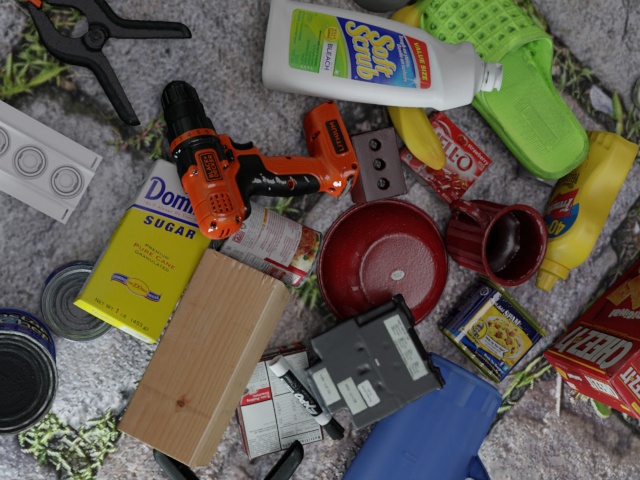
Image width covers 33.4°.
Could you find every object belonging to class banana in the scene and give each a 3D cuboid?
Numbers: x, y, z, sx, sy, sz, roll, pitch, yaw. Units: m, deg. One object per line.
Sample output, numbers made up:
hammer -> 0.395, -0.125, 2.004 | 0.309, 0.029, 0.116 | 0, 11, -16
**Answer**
banana -> 0.099, -0.173, 1.181 | 0.037, 0.070, 0.198 | -2, 87, -48

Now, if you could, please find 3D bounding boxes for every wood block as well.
wood block -> -0.119, 0.123, 1.119 | 0.091, 0.090, 0.206 | 25, 82, 10

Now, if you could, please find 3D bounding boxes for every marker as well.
marker -> -0.013, 0.175, 1.173 | 0.020, 0.020, 0.121 | -41, 106, -8

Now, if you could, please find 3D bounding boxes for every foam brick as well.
foam brick -> 0.058, -0.084, 1.187 | 0.053, 0.051, 0.078 | -14, 96, -13

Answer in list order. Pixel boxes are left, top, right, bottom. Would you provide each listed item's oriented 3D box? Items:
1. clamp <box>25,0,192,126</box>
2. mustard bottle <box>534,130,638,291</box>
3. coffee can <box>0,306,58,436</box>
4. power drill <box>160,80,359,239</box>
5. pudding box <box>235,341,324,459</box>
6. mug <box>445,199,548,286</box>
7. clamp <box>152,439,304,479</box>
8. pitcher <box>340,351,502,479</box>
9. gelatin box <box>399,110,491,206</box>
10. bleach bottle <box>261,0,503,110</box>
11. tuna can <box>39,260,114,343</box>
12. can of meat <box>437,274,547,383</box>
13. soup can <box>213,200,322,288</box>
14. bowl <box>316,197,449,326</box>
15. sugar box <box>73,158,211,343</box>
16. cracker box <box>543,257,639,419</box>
clamp -> -0.232, -0.198, 1.109 | 0.171, 0.039, 0.120 | 22, 85, -9
mustard bottle -> 0.295, -0.031, 1.233 | 0.058, 0.096, 0.191 | 24, 89, -17
coffee can -> -0.315, 0.127, 1.067 | 0.102, 0.140, 0.103 | -1, 96, -15
power drill -> -0.066, -0.098, 1.131 | 0.187, 0.057, 0.184 | -12, 69, -21
pudding box -> -0.050, 0.179, 1.195 | 0.090, 0.039, 0.113 | -12, 100, -14
mug -> 0.187, -0.008, 1.204 | 0.117, 0.082, 0.093 | 38, 81, -30
clamp -> -0.088, 0.309, 1.180 | 0.164, 0.036, 0.210 | -7, 105, 7
pitcher -> 0.113, 0.258, 1.197 | 0.149, 0.145, 0.243 | 32, 84, -27
gelatin box -> 0.140, -0.093, 1.220 | 0.089, 0.030, 0.073 | 43, 84, -15
bleach bottle -> 0.068, -0.196, 1.134 | 0.251, 0.068, 0.102 | 7, 84, 1
tuna can -> -0.254, 0.065, 1.132 | 0.086, 0.034, 0.086 | -1, 96, -14
can of meat -> 0.199, 0.105, 1.243 | 0.102, 0.057, 0.084 | 44, 86, -14
soup can -> -0.058, 0.001, 1.159 | 0.102, 0.068, 0.068 | 24, 89, -15
bowl -> 0.080, 0.033, 1.205 | 0.162, 0.055, 0.162 | -1, 96, -14
sugar box -> -0.174, 0.010, 1.119 | 0.093, 0.048, 0.176 | 31, 73, -15
cracker box -> 0.381, 0.093, 1.233 | 0.213, 0.164, 0.072 | -43, 103, -7
